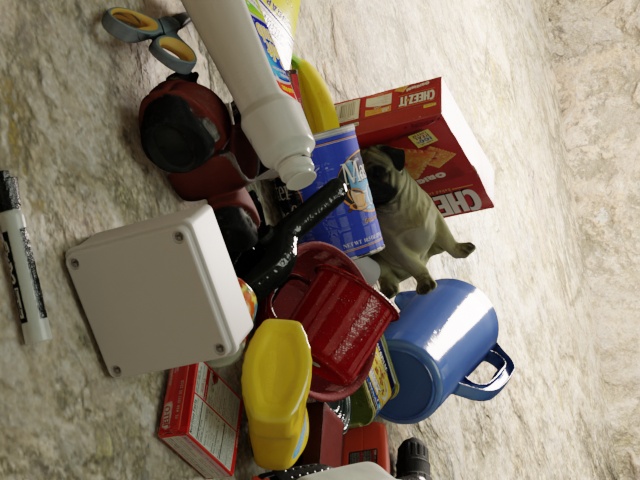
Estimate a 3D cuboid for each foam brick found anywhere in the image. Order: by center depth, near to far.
[{"bbox_3d":[-0.011,0.208,1.059,0.051,0.053,0.078,53,31,-45],"label":"foam brick"}]

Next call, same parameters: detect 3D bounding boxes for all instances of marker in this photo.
[{"bbox_3d":[-0.207,0.011,0.736,0.020,0.020,0.121,-11,88,-68],"label":"marker"}]

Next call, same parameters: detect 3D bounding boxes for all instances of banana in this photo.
[{"bbox_3d":[-0.004,-0.135,1.293,0.069,0.037,0.198,-26,102,-51],"label":"banana"}]

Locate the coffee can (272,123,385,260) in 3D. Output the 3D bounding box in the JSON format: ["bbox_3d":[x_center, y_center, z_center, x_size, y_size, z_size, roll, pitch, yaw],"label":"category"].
[{"bbox_3d":[0.004,-0.047,1.169,0.102,0.103,0.140,-29,105,-67],"label":"coffee can"}]

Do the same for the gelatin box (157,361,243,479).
[{"bbox_3d":[-0.101,0.150,0.903,0.089,0.030,0.073,55,32,-47],"label":"gelatin box"}]

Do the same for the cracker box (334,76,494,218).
[{"bbox_3d":[0.119,-0.107,1.398,0.213,0.164,0.072,51,35,-47],"label":"cracker box"}]

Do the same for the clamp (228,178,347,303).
[{"bbox_3d":[-0.057,0.001,1.032,0.171,0.120,0.039,-53,123,-35],"label":"clamp"}]

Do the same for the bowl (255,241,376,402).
[{"bbox_3d":[-0.014,0.084,1.079,0.161,0.055,0.162,15,69,-44],"label":"bowl"}]

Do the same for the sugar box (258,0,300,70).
[{"bbox_3d":[-0.062,-0.268,1.205,0.093,0.048,0.176,54,31,-45],"label":"sugar box"}]

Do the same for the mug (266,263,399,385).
[{"bbox_3d":[0.003,0.075,0.994,0.081,0.117,0.093,-57,172,-16],"label":"mug"}]

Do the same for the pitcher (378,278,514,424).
[{"bbox_3d":[0.145,0.147,1.357,0.242,0.149,0.145,-32,108,-63],"label":"pitcher"}]

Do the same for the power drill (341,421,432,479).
[{"bbox_3d":[0.086,0.285,1.244,0.187,0.057,0.184,52,30,-45],"label":"power drill"}]

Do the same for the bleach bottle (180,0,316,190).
[{"bbox_3d":[-0.061,-0.153,0.973,0.251,0.068,0.102,65,9,24],"label":"bleach bottle"}]

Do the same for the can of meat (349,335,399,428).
[{"bbox_3d":[0.042,0.152,1.212,0.083,0.058,0.102,-36,111,-64],"label":"can of meat"}]

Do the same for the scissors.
[{"bbox_3d":[-0.128,-0.186,0.982,0.096,0.016,0.201,39,20,11],"label":"scissors"}]

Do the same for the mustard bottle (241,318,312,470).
[{"bbox_3d":[-0.038,0.152,0.955,0.192,0.058,0.096,92,1,-60],"label":"mustard bottle"}]
